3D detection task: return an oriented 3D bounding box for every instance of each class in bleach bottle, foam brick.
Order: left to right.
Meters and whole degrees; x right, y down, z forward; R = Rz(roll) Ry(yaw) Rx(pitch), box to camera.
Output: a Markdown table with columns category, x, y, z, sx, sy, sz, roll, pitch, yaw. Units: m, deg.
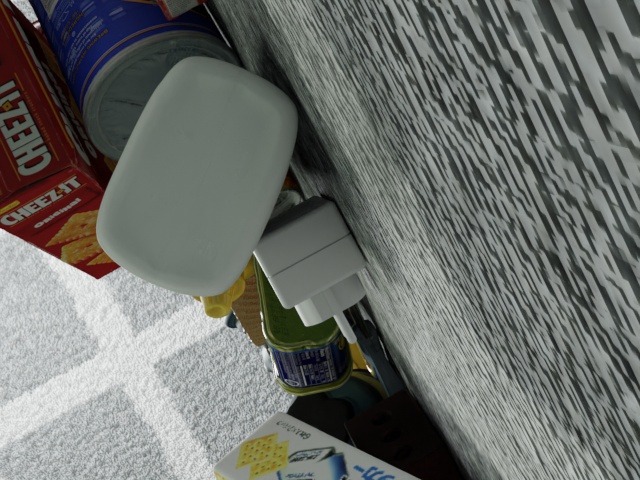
| category | x | y | z | sx | sy | sz | roll | pitch | yaw |
| --- | --- | --- | --- | --- | --- | --- | --- | --- | --- |
| bleach bottle | -0.056 | -0.031 | 0.567 | 0.068 | 0.102 | 0.251 | 24 | 180 | -3 |
| foam brick | 0.057 | 0.147 | 0.713 | 0.051 | 0.053 | 0.078 | 63 | 176 | -26 |

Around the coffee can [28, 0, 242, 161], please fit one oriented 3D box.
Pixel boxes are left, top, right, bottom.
| category | x | y | z | sx | sy | sz | roll | pitch | yaw |
| --- | --- | --- | --- | --- | --- | --- | --- | --- | --- |
| coffee can | -0.122 | -0.133 | 0.683 | 0.140 | 0.103 | 0.102 | 60 | 177 | 33 |

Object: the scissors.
| category | x | y | z | sx | sy | sz | roll | pitch | yaw |
| --- | --- | --- | --- | --- | --- | --- | --- | --- | --- |
| scissors | 0.042 | 0.083 | 0.738 | 0.096 | 0.016 | 0.202 | 59 | 177 | 12 |

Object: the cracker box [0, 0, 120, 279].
| category | x | y | z | sx | sy | sz | roll | pitch | yaw |
| --- | --- | --- | --- | --- | --- | --- | --- | --- | --- |
| cracker box | -0.190 | -0.074 | 0.718 | 0.164 | 0.072 | 0.213 | 60 | 179 | 13 |

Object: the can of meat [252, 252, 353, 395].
| category | x | y | z | sx | sy | sz | roll | pitch | yaw |
| --- | --- | --- | --- | --- | --- | --- | --- | --- | --- |
| can of meat | -0.014 | 0.045 | 0.739 | 0.084 | 0.057 | 0.102 | 79 | 180 | -63 |
